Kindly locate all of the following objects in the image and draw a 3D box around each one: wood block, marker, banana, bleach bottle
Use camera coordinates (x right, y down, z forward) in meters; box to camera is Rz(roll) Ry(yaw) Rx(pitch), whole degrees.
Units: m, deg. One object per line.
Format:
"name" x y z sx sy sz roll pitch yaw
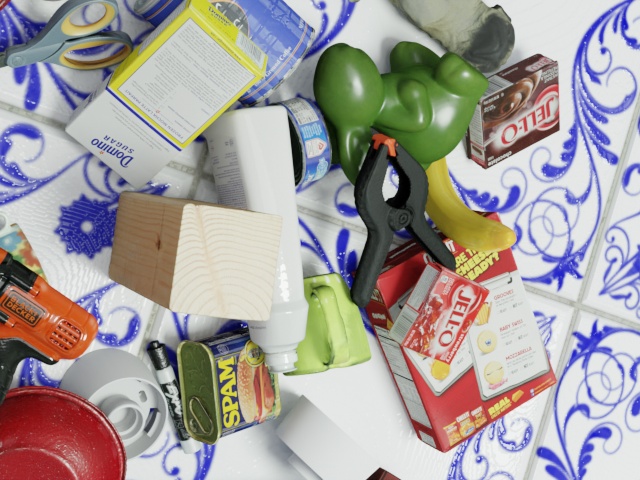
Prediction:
"wood block" -0.119 0.009 0.959 0.090 0.206 0.091 7 93 -25
"marker" -0.146 0.155 1.063 0.020 0.020 0.121 -23 104 -21
"banana" 0.140 -0.039 1.105 0.037 0.198 0.070 5 126 -26
"bleach bottle" -0.057 0.001 1.029 0.068 0.103 0.251 -9 93 -25

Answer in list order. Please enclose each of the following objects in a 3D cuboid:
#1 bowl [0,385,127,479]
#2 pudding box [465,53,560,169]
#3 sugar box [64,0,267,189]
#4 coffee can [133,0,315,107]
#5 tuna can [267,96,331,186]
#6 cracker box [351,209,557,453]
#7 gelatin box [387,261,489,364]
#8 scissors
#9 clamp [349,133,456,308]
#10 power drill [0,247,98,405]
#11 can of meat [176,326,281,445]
"bowl" -0.259 0.216 0.967 0.162 0.055 0.162 -1 107 -3
"pudding box" 0.211 -0.142 1.171 0.113 0.039 0.090 -26 129 -18
"sugar box" -0.141 -0.134 0.972 0.176 0.048 0.093 -36 116 27
"coffee can" -0.090 -0.209 1.007 0.140 0.103 0.102 40 78 -23
"tuna can" -0.023 -0.098 1.058 0.033 0.086 0.086 -18 102 -24
"cracker box" 0.148 0.096 1.164 0.164 0.072 0.213 -28 105 -20
"gelatin box" 0.121 0.074 1.077 0.073 0.030 0.089 24 98 -36
"scissors" -0.263 -0.179 0.951 0.201 0.096 0.016 -8 55 -25
"clamp" 0.083 -0.023 1.056 0.120 0.039 0.171 -13 114 -30
"power drill" -0.309 0.090 0.895 0.184 0.057 0.188 37 95 -14
"can of meat" -0.089 0.141 1.058 0.083 0.058 0.102 -12 101 -42
